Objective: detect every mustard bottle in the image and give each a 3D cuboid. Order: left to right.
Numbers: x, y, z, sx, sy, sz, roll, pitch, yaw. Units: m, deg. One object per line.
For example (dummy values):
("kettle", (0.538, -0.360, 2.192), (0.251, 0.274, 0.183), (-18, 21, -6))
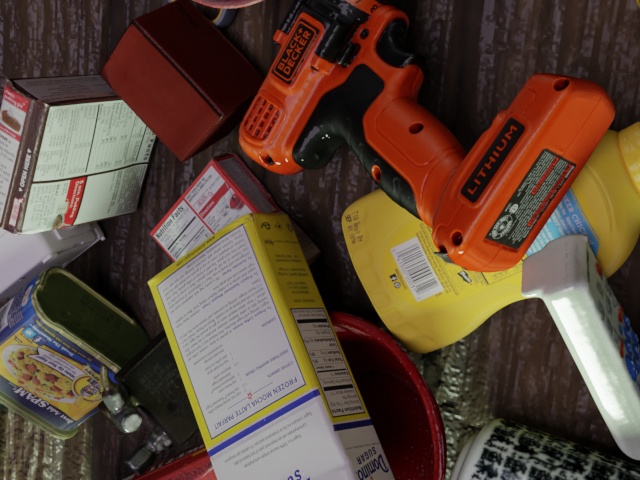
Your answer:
("mustard bottle", (0.110, -0.013, 0.571), (0.192, 0.058, 0.096), (-26, 91, 30))

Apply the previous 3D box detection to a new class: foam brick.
("foam brick", (-0.082, -0.097, 0.642), (0.078, 0.052, 0.051), (47, 132, 3))

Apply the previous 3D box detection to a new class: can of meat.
("can of meat", (-0.177, 0.076, 0.724), (0.084, 0.057, 0.102), (-36, 118, 26))

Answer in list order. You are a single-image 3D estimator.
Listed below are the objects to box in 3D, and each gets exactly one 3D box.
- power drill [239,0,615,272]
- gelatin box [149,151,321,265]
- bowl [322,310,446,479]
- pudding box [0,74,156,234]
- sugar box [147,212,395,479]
("power drill", (0.055, -0.086, 0.548), (0.188, 0.057, 0.184), (41, 108, 38))
("gelatin box", (-0.055, 0.001, 0.676), (0.089, 0.030, 0.073), (48, 120, 9))
("bowl", (0.018, 0.122, 0.636), (0.162, 0.055, 0.162), (-3, 86, 38))
("pudding box", (-0.151, -0.056, 0.663), (0.039, 0.113, 0.090), (28, 113, 23))
("sugar box", (-0.030, 0.081, 0.613), (0.093, 0.048, 0.176), (-33, 71, 32))
